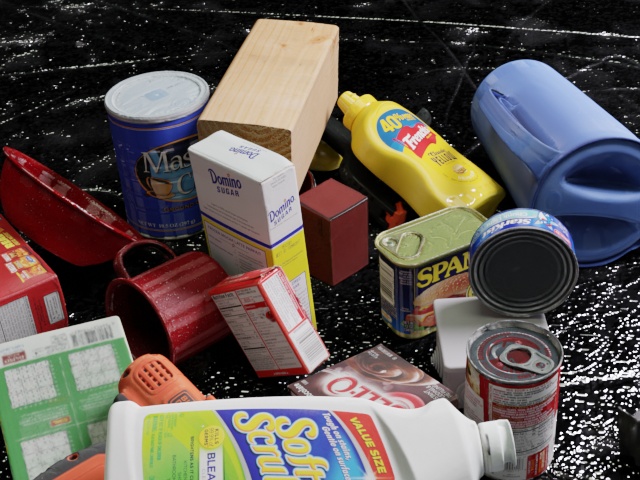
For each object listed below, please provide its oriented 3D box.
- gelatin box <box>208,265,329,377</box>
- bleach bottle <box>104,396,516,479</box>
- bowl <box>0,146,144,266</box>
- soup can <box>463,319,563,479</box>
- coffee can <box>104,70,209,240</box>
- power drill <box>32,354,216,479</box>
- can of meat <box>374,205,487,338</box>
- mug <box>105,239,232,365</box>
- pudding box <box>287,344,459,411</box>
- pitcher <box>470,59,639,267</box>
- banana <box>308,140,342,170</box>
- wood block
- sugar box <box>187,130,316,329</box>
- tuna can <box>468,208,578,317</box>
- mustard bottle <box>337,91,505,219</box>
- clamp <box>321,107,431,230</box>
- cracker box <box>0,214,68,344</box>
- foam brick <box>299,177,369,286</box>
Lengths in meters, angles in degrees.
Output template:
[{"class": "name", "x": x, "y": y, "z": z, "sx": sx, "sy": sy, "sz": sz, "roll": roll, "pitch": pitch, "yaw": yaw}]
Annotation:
[{"class": "gelatin box", "x": -0.042, "y": 0.067, "z": 0.869, "sx": 0.030, "sy": 0.089, "sz": 0.073, "roll": -37, "pitch": 14, "yaw": -36}, {"class": "bleach bottle", "x": -0.006, "y": 0.137, "z": 0.673, "sx": 0.251, "sy": 0.068, "sz": 0.102, "roll": -9, "pitch": 52, "yaw": 4}, {"class": "bowl", "x": -0.250, "y": -0.023, "z": 1.028, "sx": 0.162, "sy": 0.162, "sz": 0.055, "roll": 36, "pitch": 91, "yaw": 43}, {"class": "soup can", "x": 0.140, "y": 0.119, "z": 0.781, "sx": 0.068, "sy": 0.102, "sz": 0.068, "roll": -3, "pitch": 34, "yaw": 2}, {"class": "coffee can", "x": -0.156, "y": -0.086, "z": 1.081, "sx": 0.103, "sy": 0.140, "sz": 0.103, "roll": -3, "pitch": 34, "yaw": 2}, {"class": "power drill", "x": -0.125, "y": 0.185, "z": 0.737, "sx": 0.187, "sy": 0.057, "sz": 0.185, "roll": -33, "pitch": 61, "yaw": -32}, {"class": "can of meat", "x": 0.100, "y": 0.028, "z": 0.934, "sx": 0.102, "sy": 0.084, "sz": 0.057, "roll": -20, "pitch": 38, "yaw": -22}, {"class": "mug", "x": -0.130, "y": 0.050, "z": 0.913, "sx": 0.081, "sy": 0.093, "sz": 0.117, "roll": -27, "pitch": 77, "yaw": -38}, {"class": "pudding box", "x": 0.040, "y": 0.129, "z": 0.816, "sx": 0.089, "sy": 0.039, "sz": 0.114, "roll": -21, "pitch": 23, "yaw": -23}, {"class": "pitcher", "x": 0.225, "y": -0.094, "z": 1.054, "sx": 0.145, "sy": 0.149, "sz": 0.243, "roll": -12, "pitch": 32, "yaw": -5}, {"class": "banana", "x": -0.041, "y": -0.116, "z": 1.209, "sx": 0.198, "sy": 0.037, "sz": 0.069, "roll": 30, "pitch": 17, "yaw": 36}, {"class": "wood block", "x": -0.047, "y": -0.131, "z": 1.055, "sx": 0.090, "sy": 0.091, "sz": 0.206, "roll": 7, "pitch": 39, "yaw": 10}, {"class": "sugar box", "x": -0.056, "y": 0.001, "z": 0.909, "sx": 0.093, "sy": 0.176, "sz": 0.048, "roll": 27, "pitch": 45, "yaw": 37}, {"class": "tuna can", "x": 0.161, "y": 0.017, "z": 0.853, "sx": 0.086, "sy": 0.086, "sz": 0.033, "roll": 0, "pitch": 33, "yaw": 7}, {"class": "mustard bottle", "x": 0.088, "y": -0.085, "z": 1.064, "sx": 0.192, "sy": 0.058, "sz": 0.096, "roll": 43, "pitch": 40, "yaw": 20}, {"class": "clamp", "x": 0.050, "y": -0.088, "z": 1.129, "sx": 0.164, "sy": 0.036, "sz": 0.210, "roll": 8, "pitch": 40, "yaw": -10}, {"class": "cracker box", "x": -0.356, "y": 0.062, "z": 0.949, "sx": 0.213, "sy": 0.072, "sz": 0.164, "roll": -25, "pitch": 39, "yaw": -26}, {"class": "foam brick", "x": 0.010, "y": -0.007, "z": 1.003, "sx": 0.051, "sy": 0.078, "sz": 0.053, "roll": -31, "pitch": 44, "yaw": -34}]
